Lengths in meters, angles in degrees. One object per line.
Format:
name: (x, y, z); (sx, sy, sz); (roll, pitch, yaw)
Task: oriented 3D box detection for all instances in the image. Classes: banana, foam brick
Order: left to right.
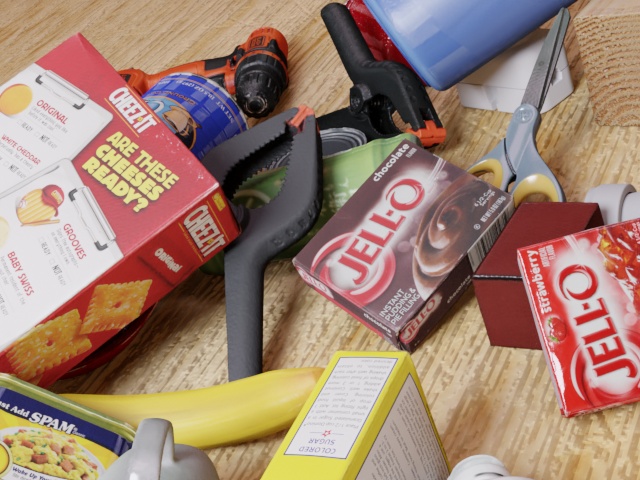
banana: (-0.083, 0.099, 0.605); (0.198, 0.069, 0.037); (-7, 69, 13)
foam brick: (0.129, 0.019, 0.614); (0.051, 0.053, 0.078); (1, 35, 35)

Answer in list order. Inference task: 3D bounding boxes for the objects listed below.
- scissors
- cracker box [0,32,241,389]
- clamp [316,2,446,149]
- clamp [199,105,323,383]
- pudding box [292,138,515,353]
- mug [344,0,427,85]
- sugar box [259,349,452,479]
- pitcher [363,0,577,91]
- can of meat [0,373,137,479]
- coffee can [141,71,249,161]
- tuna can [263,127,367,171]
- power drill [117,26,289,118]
scissors: (0.151, -0.069, 0.717); (0.096, 0.016, 0.201); (27, 77, 39)
cracker box: (-0.183, -0.004, 0.663); (0.213, 0.072, 0.164); (-38, 63, -10)
clamp: (0.037, -0.108, 0.879); (0.039, 0.120, 0.172); (-11, 41, -27)
clamp: (-0.055, 0.001, 0.693); (0.165, 0.036, 0.209); (33, 70, 25)
pudding box: (0.053, 0.002, 0.657); (0.090, 0.039, 0.113); (33, 72, 34)
mug: (0.086, -0.188, 0.985); (0.117, 0.093, 0.082); (7, 20, -31)
sugar box: (0.002, 0.137, 0.449); (0.048, 0.093, 0.176); (-2, 33, 32)
pitcher: (0.147, -0.226, 0.780); (0.243, 0.149, 0.145); (-37, 23, 11)
can of meat: (-0.154, 0.130, 0.566); (0.102, 0.058, 0.084); (24, 36, -6)
coffee can: (-0.134, -0.061, 0.876); (0.103, 0.103, 0.140); (-1, 34, 32)
tuna can: (0.000, -0.054, 0.847); (0.086, 0.034, 0.086); (-16, 28, 9)
power drill: (-0.122, -0.151, 1.076); (0.188, 0.057, 0.184); (-13, 25, 9)
